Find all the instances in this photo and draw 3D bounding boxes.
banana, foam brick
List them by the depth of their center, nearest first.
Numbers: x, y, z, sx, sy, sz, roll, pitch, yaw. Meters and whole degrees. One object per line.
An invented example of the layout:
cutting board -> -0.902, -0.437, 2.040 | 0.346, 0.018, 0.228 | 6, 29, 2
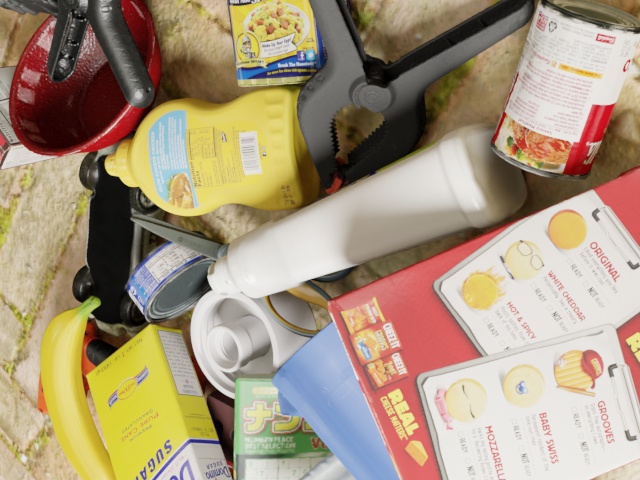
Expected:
foam brick -> -0.057, 0.163, 0.931 | 0.078, 0.051, 0.053 | 20, 114, 33
banana -> -0.228, 0.148, 0.998 | 0.070, 0.037, 0.198 | 2, 102, 37

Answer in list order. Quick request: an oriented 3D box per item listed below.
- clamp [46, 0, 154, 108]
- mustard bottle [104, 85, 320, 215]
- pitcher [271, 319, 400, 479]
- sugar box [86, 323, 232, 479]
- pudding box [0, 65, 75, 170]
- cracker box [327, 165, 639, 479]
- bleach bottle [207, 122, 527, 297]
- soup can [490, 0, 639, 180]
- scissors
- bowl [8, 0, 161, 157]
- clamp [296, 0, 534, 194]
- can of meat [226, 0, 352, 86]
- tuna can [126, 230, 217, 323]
clamp -> -0.188, -0.190, 0.838 | 0.120, 0.039, 0.171 | 7, 115, 36
mustard bottle -> -0.096, -0.069, 0.870 | 0.192, 0.058, 0.096 | -3, 100, 28
pitcher -> 0.093, 0.144, 0.764 | 0.243, 0.144, 0.149 | 50, 157, 11
sugar box -> -0.136, 0.170, 0.909 | 0.093, 0.048, 0.176 | -39, 56, 25
pudding box -> -0.267, -0.117, 0.978 | 0.090, 0.113, 0.039 | 53, 132, 15
cracker box -> 0.132, 0.071, 0.673 | 0.213, 0.072, 0.164 | -23, 88, 1
bleach bottle -> 0.017, -0.008, 0.770 | 0.251, 0.102, 0.068 | -22, 90, 30
soup can -> 0.156, -0.098, 0.678 | 0.069, 0.068, 0.102 | 30, 119, 29
scissors -> -0.056, 0.001, 0.870 | 0.202, 0.016, 0.096 | 37, 90, 17
bowl -> -0.193, -0.137, 0.926 | 0.162, 0.055, 0.162 | -13, 65, 28
clamp -> 0.029, -0.118, 0.751 | 0.164, 0.036, 0.210 | 21, 133, -11
can of meat -> -0.022, -0.163, 0.808 | 0.102, 0.057, 0.084 | 3, 106, 37
tuna can -> -0.125, 0.031, 0.925 | 0.034, 0.085, 0.086 | 50, 127, 18
